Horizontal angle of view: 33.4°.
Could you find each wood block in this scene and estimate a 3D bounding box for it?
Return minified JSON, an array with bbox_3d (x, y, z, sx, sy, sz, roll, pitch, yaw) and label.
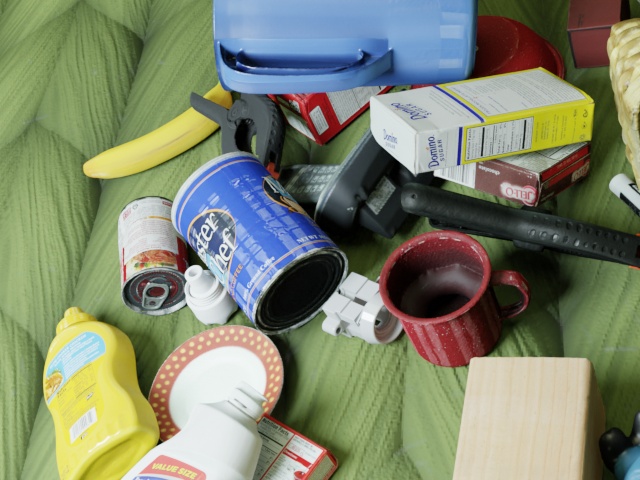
[{"bbox_3d":[0.145,0.192,0.747,0.090,0.090,0.206,-2,52,22],"label":"wood block"}]

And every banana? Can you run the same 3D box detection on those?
[{"bbox_3d":[-0.171,-0.116,1.187,0.197,0.037,0.070,-32,29,-5],"label":"banana"}]

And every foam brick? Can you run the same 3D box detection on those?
[{"bbox_3d":[0.275,-0.217,1.054,0.053,0.051,0.078,-2,52,24],"label":"foam brick"}]

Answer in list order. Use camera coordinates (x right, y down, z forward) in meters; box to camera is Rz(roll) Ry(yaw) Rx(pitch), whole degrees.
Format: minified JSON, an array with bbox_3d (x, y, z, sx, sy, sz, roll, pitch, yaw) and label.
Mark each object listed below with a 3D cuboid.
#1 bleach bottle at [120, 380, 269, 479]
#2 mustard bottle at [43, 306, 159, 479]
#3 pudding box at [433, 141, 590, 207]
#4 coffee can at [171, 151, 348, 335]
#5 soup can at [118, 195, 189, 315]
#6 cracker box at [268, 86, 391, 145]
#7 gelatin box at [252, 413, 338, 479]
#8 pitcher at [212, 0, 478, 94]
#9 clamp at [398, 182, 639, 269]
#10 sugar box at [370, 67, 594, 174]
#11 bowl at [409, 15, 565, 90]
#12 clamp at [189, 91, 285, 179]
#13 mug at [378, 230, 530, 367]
[{"bbox_3d":[-0.131,0.217,0.843,0.103,0.068,0.250,28,77,37],"label":"bleach bottle"},{"bbox_3d":[-0.210,0.131,0.978,0.096,0.058,0.192,-43,44,15],"label":"mustard bottle"},{"bbox_3d":[0.174,-0.074,0.968,0.114,0.039,0.089,25,37,36],"label":"pudding box"},{"bbox_3d":[-0.056,0.001,0.970,0.102,0.103,0.140,-37,59,-8],"label":"coffee can"},{"bbox_3d":[-0.164,0.014,1.051,0.068,0.068,0.102,-20,47,8],"label":"soup can"},{"bbox_3d":[0.020,-0.221,1.159,0.213,0.072,0.164,-41,48,-12],"label":"cracker box"},{"bbox_3d":[-0.040,0.195,0.871,0.073,0.030,0.089,23,65,38],"label":"gelatin box"},{"bbox_3d":[0.023,-0.197,0.995,0.243,0.145,0.149,2,87,6],"label":"pitcher"},{"bbox_3d":[0.174,-0.010,0.904,0.210,0.164,0.036,13,90,9],"label":"clamp"},{"bbox_3d":[0.141,-0.107,0.939,0.176,0.048,0.093,-14,31,-17],"label":"sugar box"},{"bbox_3d":[0.159,-0.175,1.070,0.162,0.055,0.162,-13,49,15],"label":"bowl"},{"bbox_3d":[-0.083,-0.124,1.091,0.120,0.039,0.171,-38,49,37],"label":"clamp"},{"bbox_3d":[0.116,0.050,0.884,0.117,0.081,0.093,-11,49,16],"label":"mug"}]
